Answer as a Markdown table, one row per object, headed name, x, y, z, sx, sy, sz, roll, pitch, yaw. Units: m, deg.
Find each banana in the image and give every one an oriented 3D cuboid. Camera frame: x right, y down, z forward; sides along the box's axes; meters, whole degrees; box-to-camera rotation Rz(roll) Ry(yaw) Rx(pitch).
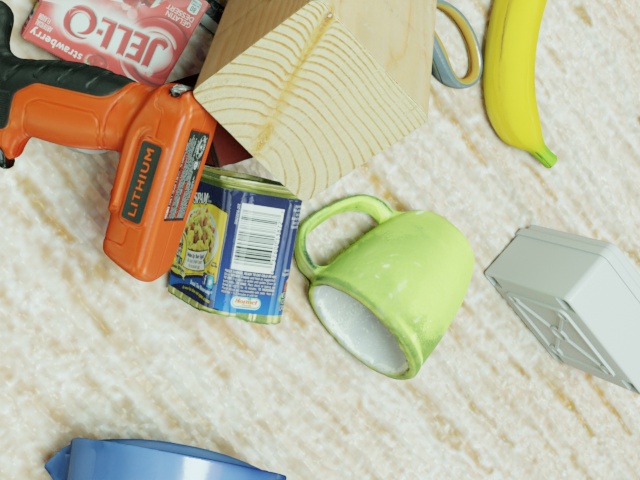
| name | x | y | z | sx | sy | sz | roll | pitch | yaw |
| --- | --- | --- | --- | --- | --- | --- | --- | --- | --- |
| banana | 0.151 | -0.153 | 0.783 | 0.069 | 0.037 | 0.198 | -2 | 100 | -45 |

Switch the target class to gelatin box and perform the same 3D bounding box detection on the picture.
| name | x | y | z | sx | sy | sz | roll | pitch | yaw |
| --- | --- | --- | --- | --- | --- | --- | --- | --- | --- |
| gelatin box | -0.123 | -0.134 | 0.642 | 0.089 | 0.030 | 0.073 | 28 | 99 | -23 |

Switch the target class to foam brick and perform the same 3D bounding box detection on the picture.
| name | x | y | z | sx | sy | sz | roll | pitch | yaw |
| --- | --- | --- | --- | --- | --- | --- | --- | --- | --- |
| foam brick | -0.061 | -0.078 | 0.664 | 0.053 | 0.078 | 0.051 | -20 | 106 | -20 |

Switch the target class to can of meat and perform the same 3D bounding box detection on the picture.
| name | x | y | z | sx | sy | sz | roll | pitch | yaw |
| --- | --- | --- | --- | --- | --- | --- | --- | --- | --- |
| can of meat | -0.054 | 0.001 | 0.665 | 0.057 | 0.102 | 0.084 | 8 | 95 | -27 |

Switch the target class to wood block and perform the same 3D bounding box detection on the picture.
| name | x | y | z | sx | sy | sz | roll | pitch | yaw |
| --- | --- | --- | --- | --- | --- | --- | --- | --- | --- |
| wood block | 0.006 | -0.133 | 0.616 | 0.090 | 0.091 | 0.206 | 43 | 34 | -25 |

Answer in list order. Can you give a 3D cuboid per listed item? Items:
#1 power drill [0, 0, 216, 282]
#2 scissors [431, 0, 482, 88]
| name | x | y | z | sx | sy | sz | roll | pitch | yaw |
| --- | --- | --- | --- | --- | --- | --- | --- | --- | --- |
| power drill | -0.163 | -0.043 | 0.583 | 0.188 | 0.057 | 0.184 | 20 | 98 | 8 |
| scissors | 0.039 | -0.173 | 0.734 | 0.096 | 0.016 | 0.201 | -48 | 113 | -13 |
